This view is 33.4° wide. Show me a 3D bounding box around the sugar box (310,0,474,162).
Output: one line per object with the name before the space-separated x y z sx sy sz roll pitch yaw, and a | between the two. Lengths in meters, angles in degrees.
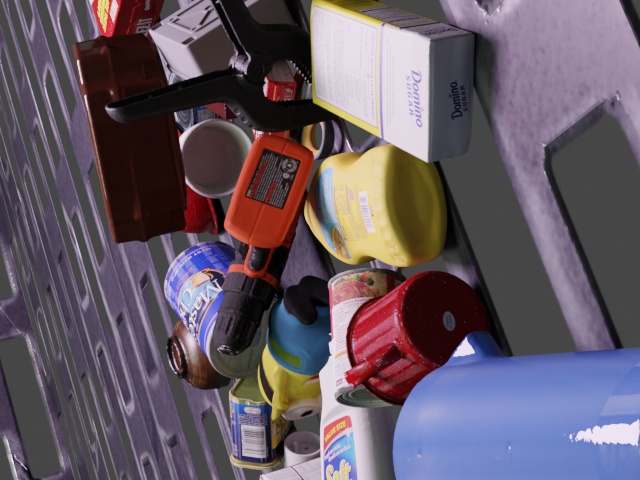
sugar box | 0.052 -0.131 0.826 0.176 0.048 0.093 35 133 51

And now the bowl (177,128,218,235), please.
bowl | -0.185 -0.070 1.323 0.162 0.055 0.162 57 164 26

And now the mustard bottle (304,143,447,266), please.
mustard bottle | 0.034 -0.028 0.901 0.192 0.058 0.096 -2 103 66

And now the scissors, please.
scissors | -0.021 -0.081 1.042 0.202 0.016 0.096 106 148 -47

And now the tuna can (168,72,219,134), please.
tuna can | -0.151 -0.166 1.266 0.086 0.033 0.086 43 140 52

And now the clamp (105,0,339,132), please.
clamp | -0.061 -0.157 0.895 0.036 0.209 0.165 38 112 56

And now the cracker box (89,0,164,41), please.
cracker box | -0.259 -0.376 1.347 0.214 0.072 0.164 69 156 15

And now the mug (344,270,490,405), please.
mug | 0.068 0.077 0.818 0.093 0.117 0.082 60 149 9

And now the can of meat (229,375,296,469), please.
can of meat | -0.064 0.193 1.194 0.102 0.057 0.084 -52 -36 -65

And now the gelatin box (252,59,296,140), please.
gelatin box | -0.046 -0.135 1.025 0.089 0.030 0.073 -111 26 -57

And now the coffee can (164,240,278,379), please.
coffee can | -0.105 0.076 1.209 0.140 0.102 0.103 44 141 51

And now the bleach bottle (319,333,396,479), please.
bleach bottle | 0.035 0.208 0.969 0.103 0.068 0.251 -21 75 60

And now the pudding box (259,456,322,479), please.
pudding box | -0.002 0.273 1.102 0.114 0.089 0.039 40 136 54

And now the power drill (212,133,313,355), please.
power drill | -0.056 0.001 0.981 0.188 0.057 0.184 107 180 -68

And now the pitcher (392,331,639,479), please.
pitcher | 0.158 0.137 0.636 0.149 0.144 0.243 46 155 -10

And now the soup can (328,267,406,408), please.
soup can | 0.042 0.082 0.894 0.069 0.068 0.102 127 144 -60
